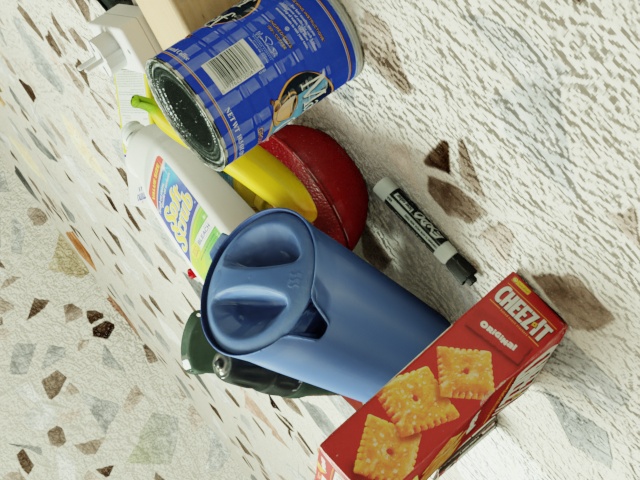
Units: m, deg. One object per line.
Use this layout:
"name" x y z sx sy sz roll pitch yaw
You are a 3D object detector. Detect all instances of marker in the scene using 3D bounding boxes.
"marker" 0.092 -0.007 0.923 0.121 0.020 0.020 48 162 16

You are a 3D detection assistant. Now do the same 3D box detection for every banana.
"banana" -0.081 -0.075 0.969 0.198 0.069 0.037 32 115 8

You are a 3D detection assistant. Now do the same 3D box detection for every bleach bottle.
"bleach bottle" -0.142 -0.038 1.161 0.251 0.067 0.103 46 129 27

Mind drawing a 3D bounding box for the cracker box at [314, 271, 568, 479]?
"cracker box" 0.094 0.143 0.879 0.072 0.213 0.164 46 162 17

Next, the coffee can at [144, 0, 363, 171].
"coffee can" -0.052 -0.135 0.843 0.103 0.140 0.103 47 162 20

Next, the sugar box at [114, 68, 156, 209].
"sugar box" -0.203 -0.127 1.285 0.093 0.048 0.176 13 114 54

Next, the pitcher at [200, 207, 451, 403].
"pitcher" 0.013 0.071 0.974 0.242 0.145 0.149 31 -133 -43

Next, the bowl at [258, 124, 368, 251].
"bowl" -0.004 -0.054 1.019 0.162 0.055 0.162 47 162 20
